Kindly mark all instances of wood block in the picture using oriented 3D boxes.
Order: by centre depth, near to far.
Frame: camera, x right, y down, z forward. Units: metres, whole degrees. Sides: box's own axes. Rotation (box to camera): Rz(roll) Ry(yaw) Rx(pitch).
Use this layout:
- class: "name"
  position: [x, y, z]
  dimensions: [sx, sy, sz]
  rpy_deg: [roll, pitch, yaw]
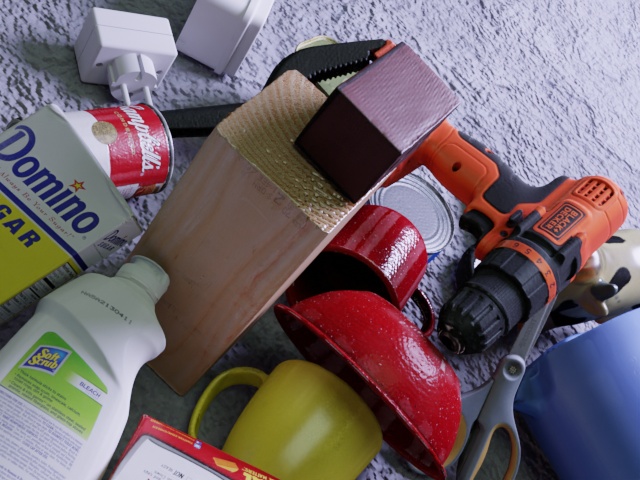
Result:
- class: "wood block"
  position: [-0.055, 0.000, 0.687]
  dimensions: [0.090, 0.206, 0.090]
  rpy_deg: [43, 45, 1]

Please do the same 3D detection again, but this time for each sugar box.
- class: "sugar box"
  position: [-0.205, 0.003, 0.636]
  dimensions: [0.176, 0.048, 0.093]
  rpy_deg: [-35, 78, -7]

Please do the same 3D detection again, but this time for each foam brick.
- class: "foam brick"
  position: [0.033, -0.068, 0.613]
  dimensions: [0.051, 0.053, 0.078]
  rpy_deg: [45, 45, 3]

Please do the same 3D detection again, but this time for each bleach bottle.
- class: "bleach bottle"
  position: [-0.155, 0.113, 0.598]
  dimensions: [0.102, 0.068, 0.250]
  rpy_deg: [35, 57, -5]

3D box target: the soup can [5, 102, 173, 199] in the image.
- class: "soup can"
  position: [-0.165, -0.059, 0.757]
  dimensions: [0.102, 0.069, 0.068]
  rpy_deg: [-13, 66, -39]

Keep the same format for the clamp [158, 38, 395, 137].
- class: "clamp"
  position: [-0.020, -0.075, 0.820]
  dimensions: [0.210, 0.036, 0.164]
  rpy_deg: [-32, 82, -3]

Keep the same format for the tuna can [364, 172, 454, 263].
- class: "tuna can"
  position: [0.070, -0.017, 0.908]
  dimensions: [0.086, 0.034, 0.086]
  rpy_deg: [18, 49, -22]

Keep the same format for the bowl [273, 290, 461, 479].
- class: "bowl"
  position: [0.043, 0.086, 0.720]
  dimensions: [0.055, 0.162, 0.162]
  rpy_deg: [-43, 86, -11]

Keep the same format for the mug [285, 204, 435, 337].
- class: "mug"
  position: [0.041, 0.032, 0.812]
  dimensions: [0.117, 0.093, 0.081]
  rpy_deg: [40, 40, 1]

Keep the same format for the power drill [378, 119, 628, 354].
- class: "power drill"
  position: [0.097, -0.019, 0.758]
  dimensions: [0.188, 0.057, 0.184]
  rpy_deg: [38, 56, 25]

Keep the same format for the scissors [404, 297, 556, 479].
- class: "scissors"
  position: [0.119, 0.098, 0.783]
  dimensions: [0.096, 0.016, 0.202]
  rpy_deg: [10, 94, -4]

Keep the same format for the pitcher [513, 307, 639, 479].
- class: "pitcher"
  position: [0.261, 0.178, 0.824]
  dimensions: [0.243, 0.149, 0.145]
  rpy_deg: [63, 13, 15]
